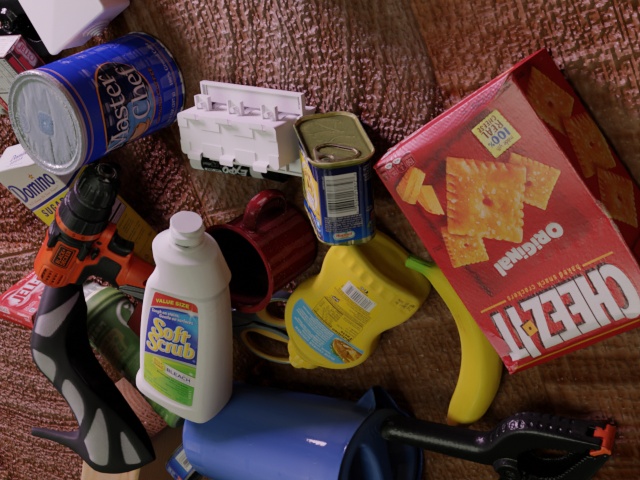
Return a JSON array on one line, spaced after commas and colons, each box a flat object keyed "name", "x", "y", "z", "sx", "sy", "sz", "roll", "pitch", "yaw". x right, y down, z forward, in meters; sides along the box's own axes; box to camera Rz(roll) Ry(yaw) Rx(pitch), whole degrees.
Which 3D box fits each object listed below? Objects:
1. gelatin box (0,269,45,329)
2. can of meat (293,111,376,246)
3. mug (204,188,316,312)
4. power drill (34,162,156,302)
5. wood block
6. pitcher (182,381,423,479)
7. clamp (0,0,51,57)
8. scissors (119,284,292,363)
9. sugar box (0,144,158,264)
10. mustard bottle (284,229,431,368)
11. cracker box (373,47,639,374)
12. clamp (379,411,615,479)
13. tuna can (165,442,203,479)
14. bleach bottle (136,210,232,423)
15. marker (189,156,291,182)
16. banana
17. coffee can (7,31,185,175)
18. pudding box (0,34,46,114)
[{"name": "gelatin box", "x": -0.340, "y": 0.067, "z": 1.299, "sx": 0.073, "sy": 0.089, "sz": 0.030, "roll": 15, "pitch": 132, "yaw": 34}, {"name": "can of meat", "x": 0.014, "y": -0.054, "z": 0.929, "sx": 0.102, "sy": 0.057, "sz": 0.084, "roll": -111, "pitch": 14, "yaw": -59}, {"name": "mug", "x": -0.057, "y": 0.001, "z": 1.028, "sx": 0.093, "sy": 0.081, "sz": 0.117, "roll": 26, "pitch": 129, "yaw": 27}, {"name": "power drill", "x": -0.188, "y": 0.012, "z": 1.104, "sx": 0.187, "sy": 0.057, "sz": 0.185, "roll": 26, "pitch": 136, "yaw": -14}, {"name": "wood block", "x": -0.233, "y": 0.270, "z": 1.324, "sx": 0.090, "sy": 0.090, "sz": 0.206, "roll": 33, "pitch": 131, "yaw": 20}, {"name": "pitcher", "x": -0.028, "y": 0.226, "z": 1.097, "sx": 0.243, "sy": 0.149, "sz": 0.145, "roll": 6, "pitch": 135, "yaw": 42}, {"name": "clamp", "x": -0.330, "y": -0.235, "z": 1.155, "sx": 0.172, "sy": 0.039, "sz": 0.120, "roll": 29, "pitch": 144, "yaw": 21}, {"name": "scissors", "x": -0.098, "y": 0.064, "z": 1.088, "sx": 0.201, "sy": 0.016, "sz": 0.096, "roll": 28, "pitch": 123, "yaw": -10}, {"name": "sugar box", "x": -0.260, "y": -0.035, "z": 1.152, "sx": 0.094, "sy": 0.048, "sz": 0.176, "roll": -9, "pitch": 138, "yaw": 41}, {"name": "mustard bottle", "x": 0.019, "y": 0.070, "z": 1.019, "sx": 0.096, "sy": 0.058, "sz": 0.192, "roll": 40, "pitch": 134, "yaw": 0}, {"name": "cracker box", "x": 0.162, "y": -0.016, "z": 0.840, "sx": 0.164, "sy": 0.072, "sz": 0.213, "roll": -32, "pitch": 93, "yaw": 46}, {"name": "clamp", "x": 0.165, "y": 0.193, "z": 0.963, "sx": 0.164, "sy": 0.036, "sz": 0.210, "roll": 42, "pitch": 135, "yaw": -16}, {"name": "tuna can", "x": -0.138, "y": 0.245, "z": 1.234, "sx": 0.034, "sy": 0.086, "sz": 0.086, "roll": 45, "pitch": 135, "yaw": 13}, {"name": "bleach bottle", "x": -0.133, "y": 0.068, "z": 1.030, "sx": 0.103, "sy": 0.068, "sz": 0.251, "roll": 27, "pitch": 139, "yaw": 21}, {"name": "marker", "x": -0.078, "y": -0.073, "z": 1.048, "sx": 0.121, "sy": 0.020, "sz": 0.020, "roll": 11, "pitch": 121, "yaw": 36}, {"name": "banana", "x": 0.130, "y": 0.092, "z": 0.949, "sx": 0.070, "sy": 0.037, "sz": 0.198, "roll": 3, "pitch": 123, "yaw": 33}, {"name": "coffee can", "x": -0.216, "y": -0.136, "z": 1.042, "sx": 0.103, "sy": 0.140, "sz": 0.103, "roll": 20, "pitch": 126, "yaw": 31}, {"name": "pudding box", "x": -0.343, "y": -0.180, "z": 1.172, "sx": 0.114, "sy": 0.039, "sz": 0.090, "roll": 5, "pitch": 144, "yaw": 37}]
